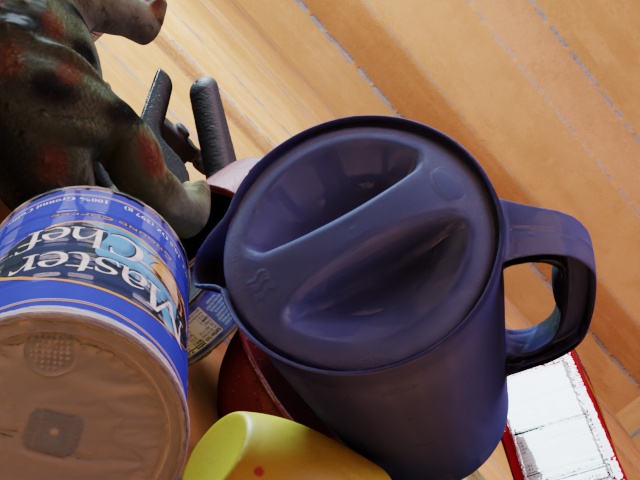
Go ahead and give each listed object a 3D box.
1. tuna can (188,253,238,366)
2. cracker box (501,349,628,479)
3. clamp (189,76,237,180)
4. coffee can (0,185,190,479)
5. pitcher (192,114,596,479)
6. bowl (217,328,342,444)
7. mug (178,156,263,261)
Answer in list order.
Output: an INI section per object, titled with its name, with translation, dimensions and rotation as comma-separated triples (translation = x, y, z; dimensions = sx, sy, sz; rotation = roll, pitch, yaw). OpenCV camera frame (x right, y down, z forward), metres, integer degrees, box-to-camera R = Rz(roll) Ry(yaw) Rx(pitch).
[tuna can]
translation = -0.075, 0.038, 0.685
dimensions = 0.033, 0.086, 0.086
rotation = 45, 12, -17
[cracker box]
translation = 0.171, 0.186, 0.672
dimensions = 0.213, 0.072, 0.164
rotation = -94, 163, -63
[clamp]
translation = -0.071, -0.029, 0.861
dimensions = 0.164, 0.036, 0.209
rotation = 49, 34, -23
[coffee can]
translation = -0.108, 0.047, 0.466
dimensions = 0.102, 0.103, 0.140
rotation = 46, 11, -20
[pitcher]
translation = 0.051, 0.051, 0.575
dimensions = 0.149, 0.145, 0.242
rotation = 38, -13, 28
[bowl]
translation = -0.018, 0.122, 0.710
dimensions = 0.162, 0.055, 0.162
rotation = 48, 11, -12
[mug]
translation = -0.055, 0.001, 0.763
dimensions = 0.081, 0.093, 0.117
rotation = -45, 132, -57
